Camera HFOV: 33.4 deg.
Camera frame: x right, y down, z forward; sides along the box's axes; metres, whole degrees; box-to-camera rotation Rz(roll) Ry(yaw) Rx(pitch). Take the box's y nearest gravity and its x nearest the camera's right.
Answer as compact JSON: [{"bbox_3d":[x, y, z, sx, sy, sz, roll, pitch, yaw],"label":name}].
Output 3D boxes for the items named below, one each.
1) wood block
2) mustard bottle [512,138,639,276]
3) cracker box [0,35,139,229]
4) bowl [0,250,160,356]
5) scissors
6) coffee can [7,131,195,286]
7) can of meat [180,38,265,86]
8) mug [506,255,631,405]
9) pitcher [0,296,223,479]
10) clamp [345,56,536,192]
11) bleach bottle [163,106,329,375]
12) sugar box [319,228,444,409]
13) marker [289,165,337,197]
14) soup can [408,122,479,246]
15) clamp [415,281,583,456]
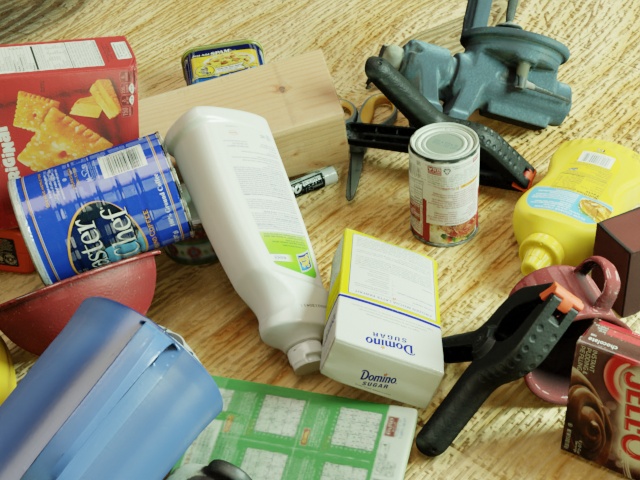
[{"bbox_3d":[-0.083,-0.112,1.099,0.206,0.090,0.091,-16,63,-3],"label":"wood block"},{"bbox_3d":[0.238,-0.025,1.017,0.096,0.058,0.191,20,44,26],"label":"mustard bottle"},{"bbox_3d":[-0.276,-0.095,0.989,0.213,0.164,0.072,-9,39,-20],"label":"cracker box"},{"bbox_3d":[-0.207,0.061,0.927,0.162,0.055,0.162,-20,0,0],"label":"bowl"},{"bbox_3d":[0.026,-0.109,1.182,0.096,0.016,0.201,10,41,21],"label":"scissors"},{"bbox_3d":[-0.196,-0.028,0.961,0.140,0.103,0.103,-20,40,-9],"label":"coffee can"},{"bbox_3d":[-0.111,-0.190,1.268,0.102,0.057,0.084,-10,41,-4],"label":"can of meat"},{"bbox_3d":[0.204,0.064,0.869,0.093,0.117,0.081,14,30,-17],"label":"mug"},{"bbox_3d":[-0.185,0.162,0.741,0.145,0.149,0.242,12,52,38],"label":"pitcher"},{"bbox_3d":[0.120,-0.107,1.075,0.210,0.164,0.036,23,70,8],"label":"clamp"},{"bbox_3d":[-0.056,0.001,0.949,0.102,0.068,0.251,3,56,-42],"label":"bleach bottle"},{"bbox_3d":[0.052,0.062,0.897,0.093,0.048,0.176,19,31,-5],"label":"sugar box"},{"bbox_3d":[-0.038,-0.049,1.111,0.121,0.020,0.020,-23,42,-21],"label":"marker"},{"bbox_3d":[0.120,-0.054,1.032,0.068,0.102,0.068,-3,38,3],"label":"soup can"},{"bbox_3d":[0.134,0.083,0.838,0.039,0.172,0.120,33,29,-21],"label":"clamp"}]
